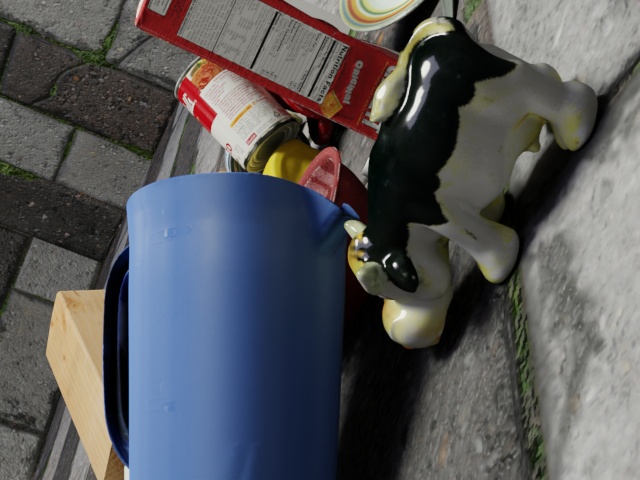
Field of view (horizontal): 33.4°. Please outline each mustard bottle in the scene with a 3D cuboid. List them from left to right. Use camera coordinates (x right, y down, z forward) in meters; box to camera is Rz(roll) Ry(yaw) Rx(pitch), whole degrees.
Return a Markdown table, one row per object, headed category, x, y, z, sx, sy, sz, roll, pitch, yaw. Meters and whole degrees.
| category | x | y | z | sx | sy | sz | roll | pitch | yaw |
| --- | --- | --- | --- | --- | --- | --- | --- | --- | --- |
| mustard bottle | -0.057 | 0.001 | 1.005 | 0.192 | 0.058 | 0.096 | -59 | 10 | 36 |

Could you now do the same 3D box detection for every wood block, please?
| category | x | y | z | sx | sy | sz | roll | pitch | yaw |
| --- | --- | --- | --- | --- | --- | --- | --- | --- | --- |
| wood block | -0.204 | 0.146 | 1.084 | 0.206 | 0.090 | 0.090 | 51 | 133 | 45 |

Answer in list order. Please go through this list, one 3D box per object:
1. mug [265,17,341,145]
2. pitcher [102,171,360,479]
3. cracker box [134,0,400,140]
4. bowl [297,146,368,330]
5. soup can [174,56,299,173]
| category | x | y | z | sx | sy | sz | roll | pitch | yaw |
| --- | --- | --- | --- | --- | --- | --- | --- | --- | --- |
| mug | -0.004 | -0.146 | 0.994 | 0.081 | 0.093 | 0.117 | -130 | 36 | -70 |
| pitcher | -0.057 | 0.093 | 0.610 | 0.149 | 0.145 | 0.243 | 120 | 152 | -71 |
| cracker box | -0.038 | -0.161 | 0.852 | 0.072 | 0.213 | 0.164 | -64 | 14 | 10 |
| bowl | 0.001 | 0.017 | 0.764 | 0.162 | 0.055 | 0.162 | -159 | 90 | -76 |
| soup can | -0.076 | -0.120 | 0.985 | 0.068 | 0.102 | 0.068 | -40 | -14 | -13 |
